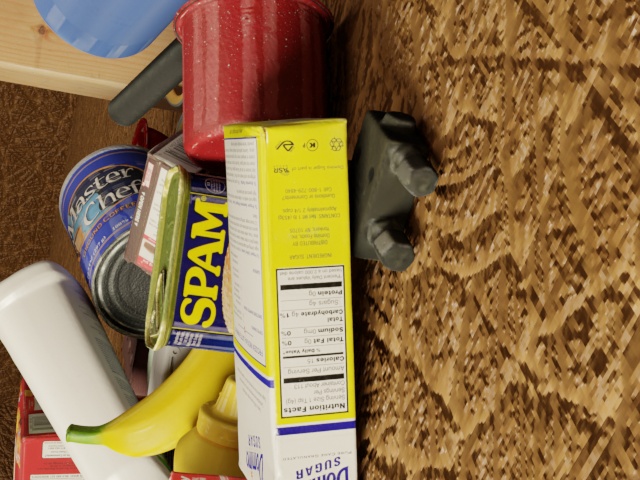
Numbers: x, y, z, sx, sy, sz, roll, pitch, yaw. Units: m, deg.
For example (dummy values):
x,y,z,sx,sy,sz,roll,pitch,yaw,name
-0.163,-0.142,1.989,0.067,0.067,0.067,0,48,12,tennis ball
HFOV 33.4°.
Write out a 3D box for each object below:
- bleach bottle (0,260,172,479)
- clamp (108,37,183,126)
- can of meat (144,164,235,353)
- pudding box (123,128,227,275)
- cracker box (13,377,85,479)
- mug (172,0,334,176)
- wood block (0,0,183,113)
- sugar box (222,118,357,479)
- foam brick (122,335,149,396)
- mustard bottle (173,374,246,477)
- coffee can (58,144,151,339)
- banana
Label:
x,y,z,sx,sy,sz,roll,pitch,yaw,name
-0.148,0.137,0.747,0.251,0.068,0.102,55,175,24,bleach bottle
-0.075,-0.169,0.796,0.210,0.036,0.164,-10,48,56,clamp
-0.049,0.015,0.600,0.057,0.083,0.102,175,103,-72,can of meat
-0.078,-0.037,0.707,0.113,0.039,0.090,-42,-22,-50,pudding box
-0.225,0.240,0.906,0.164,0.072,0.214,-149,63,-71,cracker box
-0.043,-0.082,0.612,0.117,0.093,0.081,-28,60,56,mug
-0.212,-0.186,1.010,0.090,0.205,0.091,179,100,-73,wood block
-0.015,0.032,0.500,0.093,0.048,0.176,-158,63,-75,sugar box
-0.137,0.091,0.904,0.078,0.051,0.053,-118,39,-62,foam brick
-0.064,0.168,0.612,0.096,0.058,0.192,-45,-32,-76,mustard bottle
-0.144,-0.002,0.846,0.140,0.102,0.103,52,132,54,coffee can
-0.069,0.058,0.642,0.197,0.069,0.037,-54,8,-9,banana
